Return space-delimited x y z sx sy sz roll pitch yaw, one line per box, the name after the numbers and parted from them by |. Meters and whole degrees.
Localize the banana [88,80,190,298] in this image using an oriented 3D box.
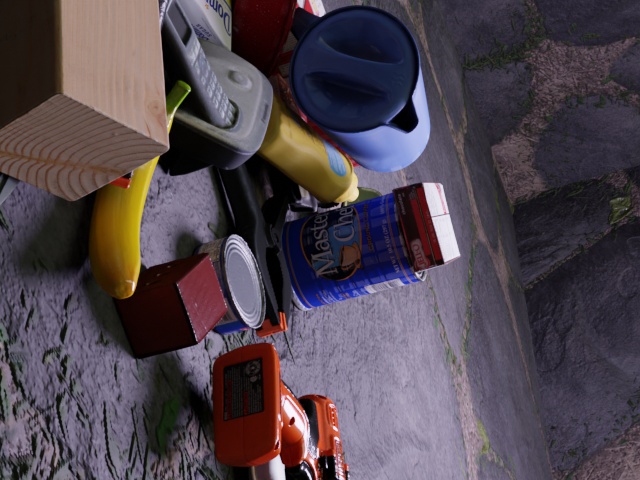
-0.139 -0.032 0.767 0.037 0.070 0.197 24 50 -22 | banana

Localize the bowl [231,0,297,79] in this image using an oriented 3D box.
-0.071 -0.250 1.127 0.162 0.055 0.162 -170 -90 -72 | bowl

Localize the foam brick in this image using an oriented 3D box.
-0.111 0.048 0.805 0.078 0.053 0.051 -54 127 -71 | foam brick

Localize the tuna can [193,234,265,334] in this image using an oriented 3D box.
-0.081 0.040 0.948 0.086 0.034 0.086 -15 90 -74 | tuna can

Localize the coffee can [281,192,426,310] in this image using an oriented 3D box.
0.034 0.012 1.174 0.102 0.140 0.103 -15 90 -74 | coffee can

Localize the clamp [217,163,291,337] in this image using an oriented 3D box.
-0.057 0.001 1.062 0.164 0.036 0.210 43 31 -61 | clamp

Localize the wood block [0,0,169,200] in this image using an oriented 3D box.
-0.165 -0.144 0.687 0.090 0.090 0.206 27 47 -49 | wood block

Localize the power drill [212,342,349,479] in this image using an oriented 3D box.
-0.027 0.185 0.888 0.187 0.057 0.184 59 18 -49 | power drill

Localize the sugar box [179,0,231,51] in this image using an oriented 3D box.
-0.124 -0.271 1.066 0.093 0.048 0.176 53 25 -52 | sugar box

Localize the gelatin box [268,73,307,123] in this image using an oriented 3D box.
-0.040 -0.145 1.264 0.089 0.030 0.073 42 36 -62 | gelatin box

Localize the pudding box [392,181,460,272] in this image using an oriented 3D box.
0.114 -0.016 1.140 0.113 0.039 0.090 -10 86 -72 | pudding box

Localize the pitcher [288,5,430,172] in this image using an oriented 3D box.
0.048 -0.160 1.171 0.242 0.145 0.149 40 49 -75 | pitcher

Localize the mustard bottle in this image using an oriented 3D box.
-0.016 -0.092 1.169 0.191 0.058 0.096 36 19 -46 | mustard bottle
